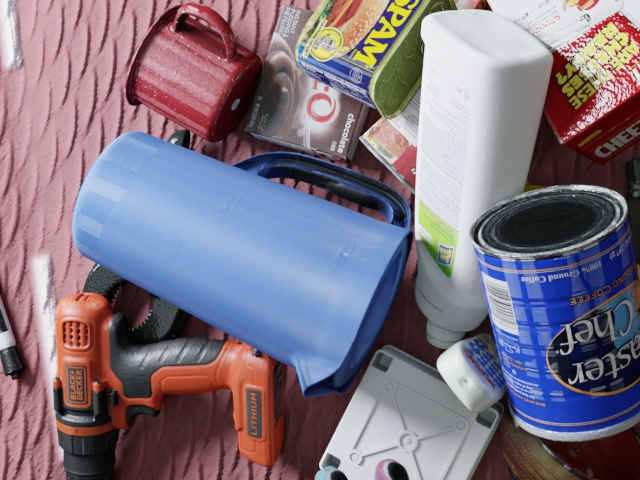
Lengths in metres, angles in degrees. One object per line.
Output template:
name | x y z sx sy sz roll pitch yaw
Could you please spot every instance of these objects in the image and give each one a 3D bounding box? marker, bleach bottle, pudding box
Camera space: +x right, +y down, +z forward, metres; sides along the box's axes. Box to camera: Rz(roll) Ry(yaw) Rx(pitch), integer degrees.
marker | -0.287 0.065 0.943 0.020 0.020 0.121 -23 82 11
bleach bottle | 0.104 -0.033 0.786 0.068 0.103 0.251 -8 124 -21
pudding box | -0.002 -0.128 0.876 0.090 0.039 0.113 17 90 14

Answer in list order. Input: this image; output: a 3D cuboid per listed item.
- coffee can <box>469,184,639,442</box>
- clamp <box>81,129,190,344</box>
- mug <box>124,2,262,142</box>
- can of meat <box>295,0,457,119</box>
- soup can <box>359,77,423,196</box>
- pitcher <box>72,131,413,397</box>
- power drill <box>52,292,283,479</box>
coffee can | 0.164 0.047 0.713 0.103 0.102 0.140 -11 113 12
clamp | -0.137 0.020 0.900 0.210 0.036 0.164 -36 83 8
mug | -0.098 -0.141 0.867 0.081 0.093 0.117 30 138 8
can of meat | 0.041 -0.155 0.812 0.084 0.057 0.102 30 81 30
soup can | 0.090 -0.093 0.838 0.102 0.068 0.068 -45 79 7
pitcher | -0.055 0.001 0.817 0.243 0.149 0.145 24 105 11
power drill | -0.125 0.137 0.867 0.188 0.057 0.184 3 109 6
